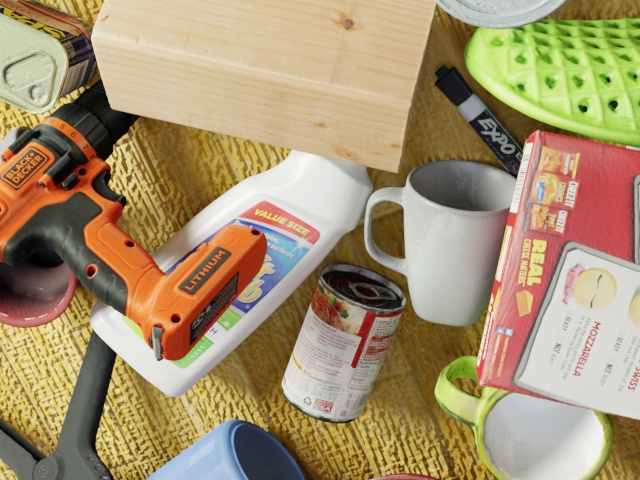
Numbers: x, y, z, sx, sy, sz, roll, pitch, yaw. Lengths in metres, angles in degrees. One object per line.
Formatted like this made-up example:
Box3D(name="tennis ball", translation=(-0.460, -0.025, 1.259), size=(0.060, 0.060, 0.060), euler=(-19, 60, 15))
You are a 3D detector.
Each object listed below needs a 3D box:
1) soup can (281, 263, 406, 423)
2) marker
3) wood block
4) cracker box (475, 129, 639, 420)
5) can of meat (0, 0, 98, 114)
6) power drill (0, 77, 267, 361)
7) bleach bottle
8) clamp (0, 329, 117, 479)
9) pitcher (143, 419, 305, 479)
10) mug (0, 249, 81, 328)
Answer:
Box3D(name="soup can", translation=(0.016, 0.078, 0.804), size=(0.068, 0.068, 0.102), euler=(20, 111, 2))
Box3D(name="marker", translation=(0.123, -0.076, 0.759), size=(0.020, 0.020, 0.121), euler=(-39, 99, 19))
Box3D(name="wood block", translation=(-0.035, -0.124, 0.713), size=(0.206, 0.090, 0.090), euler=(13, 66, 5))
Box3D(name="cracker box", translation=(0.219, 0.032, 0.673), size=(0.214, 0.072, 0.164), euler=(12, 93, 5))
Box3D(name="can of meat", translation=(-0.214, -0.138, 0.758), size=(0.102, 0.084, 0.057), euler=(24, 111, 1))
Box3D(name="power drill", translation=(-0.132, -0.019, 0.735), size=(0.188, 0.184, 0.057), euler=(32, 153, 14))
Box3D(name="bleach bottle", translation=(-0.055, 0.001, 0.793), size=(0.102, 0.068, 0.251), euler=(43, 107, -5))
Box3D(name="clamp", translation=(-0.215, 0.183, 0.843), size=(0.165, 0.036, 0.210), euler=(-23, 64, 21))
Box3D(name="pitcher", translation=(-0.120, 0.262, 0.855), size=(0.243, 0.145, 0.149), euler=(-41, 100, 16))
Box3D(name="mug", translation=(-0.206, 0.001, 0.806), size=(0.117, 0.081, 0.093), euler=(-38, 99, 19))
